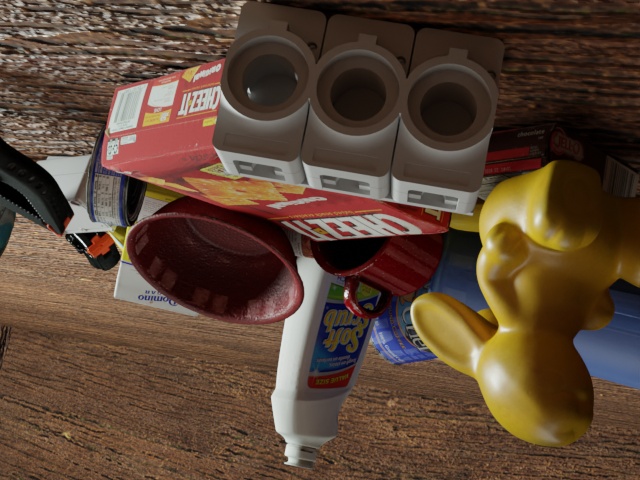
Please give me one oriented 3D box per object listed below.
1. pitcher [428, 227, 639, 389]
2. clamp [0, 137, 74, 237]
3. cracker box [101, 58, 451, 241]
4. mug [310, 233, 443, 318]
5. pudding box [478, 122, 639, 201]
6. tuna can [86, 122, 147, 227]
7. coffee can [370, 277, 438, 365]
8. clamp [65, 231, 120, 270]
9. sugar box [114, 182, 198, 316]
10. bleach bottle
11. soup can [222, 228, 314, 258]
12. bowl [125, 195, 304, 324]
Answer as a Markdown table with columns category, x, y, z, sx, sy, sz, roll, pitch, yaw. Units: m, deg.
| category | x | y | z | sx | sy | sz | roll | pitch | yaw |
| --- | --- | --- | --- | --- | --- | --- | --- | --- | --- |
| pitcher | 0.219 | 0.051 | 0.944 | 0.243 | 0.145 | 0.149 | 13 | 133 | 7 |
| clamp | -0.306 | -0.075 | 0.952 | 0.165 | 0.036 | 0.209 | 6 | 150 | 37 |
| cracker box | -0.029 | -0.058 | 0.787 | 0.213 | 0.072 | 0.164 | 19 | 166 | -37 |
| mug | 0.049 | 0.010 | 0.912 | 0.093 | 0.117 | 0.081 | -3 | 158 | 41 |
| pudding box | 0.158 | -0.045 | 0.758 | 0.113 | 0.039 | 0.090 | 24 | 162 | -40 |
| tuna can | -0.169 | -0.055 | 0.901 | 0.034 | 0.086 | 0.086 | 9 | 168 | 1 |
| coffee can | 0.130 | 0.070 | 1.104 | 0.141 | 0.103 | 0.102 | -15 | 153 | 40 |
| clamp | -0.250 | 0.000 | 1.156 | 0.120 | 0.039 | 0.172 | 49 | 171 | -31 |
| sugar box | -0.148 | 0.001 | 1.062 | 0.093 | 0.048 | 0.176 | 14 | 140 | -9 |
| bleach bottle | 0.009 | 0.100 | 1.061 | 0.102 | 0.251 | 0.068 | 20 | 165 | -38 |
| soup can | -0.032 | -0.020 | 0.981 | 0.102 | 0.068 | 0.068 | 9 | 168 | 14 |
| bowl | -0.084 | 0.007 | 0.929 | 0.162 | 0.055 | 0.162 | 13 | 147 | 9 |
